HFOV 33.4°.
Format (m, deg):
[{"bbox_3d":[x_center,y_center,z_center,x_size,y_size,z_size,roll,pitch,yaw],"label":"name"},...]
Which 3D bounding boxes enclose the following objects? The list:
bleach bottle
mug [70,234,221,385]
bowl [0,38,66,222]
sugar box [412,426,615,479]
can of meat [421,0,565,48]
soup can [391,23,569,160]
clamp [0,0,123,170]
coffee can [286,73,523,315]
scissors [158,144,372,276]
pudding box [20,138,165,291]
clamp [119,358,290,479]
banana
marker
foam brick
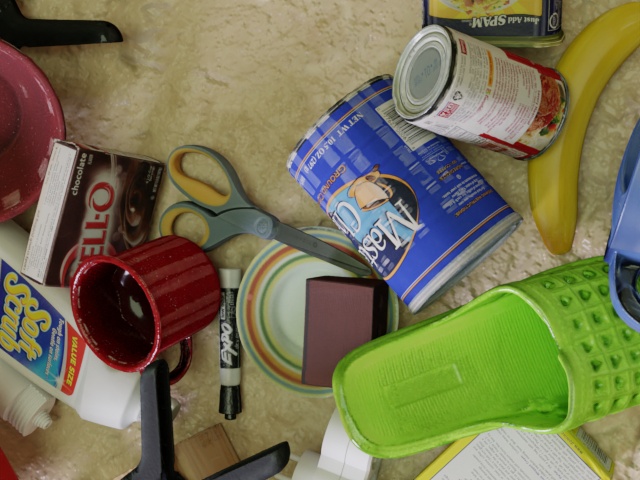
[{"bbox_3d":[-0.217,0.067,0.875,0.251,0.068,0.103,34,104,12],"label":"bleach bottle"},{"bbox_3d":[-0.128,0.055,0.825,0.093,0.081,0.117,-9,100,38],"label":"mug"},{"bbox_3d":[-0.281,-0.093,0.836,0.162,0.055,0.162,-4,114,-9],"label":"bowl"},{"bbox_3d":[0.118,0.191,0.780,0.176,0.048,0.093,-46,78,17],"label":"sugar box"},{"bbox_3d":[0.120,-0.181,0.746,0.102,0.057,0.084,4,111,18],"label":"can of meat"},{"bbox_3d":[0.108,-0.099,0.724,0.069,0.102,0.068,-33,50,50],"label":"soup can"},{"bbox_3d":[-0.262,-0.166,0.889,0.210,0.036,0.165,48,113,13],"label":"clamp"},{"bbox_3d":[0.059,-0.033,0.759,0.103,0.102,0.140,-44,79,14],"label":"coffee can"},{"bbox_3d":[-0.055,0.001,0.825,0.202,0.016,0.096,40,111,24],"label":"scissors"},{"bbox_3d":[-0.179,-0.018,0.841,0.039,0.089,0.113,18,97,37],"label":"pudding box"},{"bbox_3d":[-0.096,0.182,0.758,0.120,0.039,0.171,24,105,19],"label":"clamp"},{"bbox_3d":[0.187,-0.089,0.750,0.070,0.037,0.198,29,101,17],"label":"banana"},{"bbox_3d":[-0.072,0.082,0.850,0.020,0.020,0.121,1,92,18],"label":"marker"},{"bbox_3d":[0.019,0.066,0.780,0.051,0.053,0.078,3,94,17],"label":"foam brick"}]
